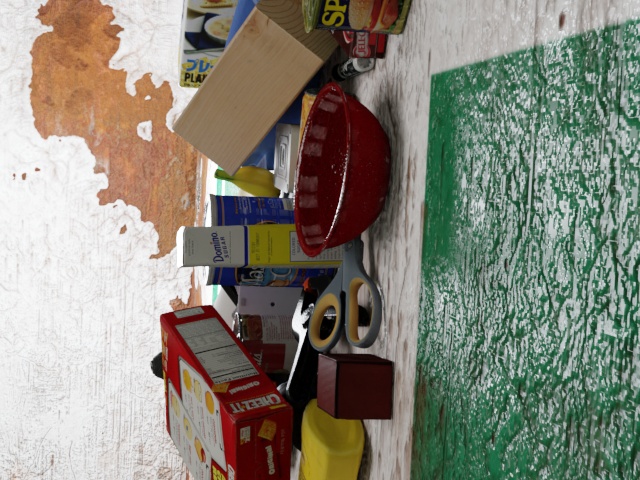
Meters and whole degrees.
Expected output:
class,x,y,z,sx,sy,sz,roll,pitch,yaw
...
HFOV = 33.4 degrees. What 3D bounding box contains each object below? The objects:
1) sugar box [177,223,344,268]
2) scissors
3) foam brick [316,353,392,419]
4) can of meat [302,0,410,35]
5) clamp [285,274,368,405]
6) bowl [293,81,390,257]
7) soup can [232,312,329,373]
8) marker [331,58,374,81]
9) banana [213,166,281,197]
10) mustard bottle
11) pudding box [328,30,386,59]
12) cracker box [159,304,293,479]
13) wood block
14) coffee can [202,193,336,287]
class,x,y,z,sx,sy,sz,roll,pitch,yaw
sugar box,-0.056,0.006,1.087,0.093,0.176,0.048,166,106,-79
scissors,0.019,0.022,1.023,0.096,0.016,0.202,-36,44,31
foam brick,0.030,0.129,0.953,0.078,0.053,0.051,175,97,-79
can of meat,0.034,-0.225,0.911,0.102,0.084,0.057,104,164,-47
clamp,-0.004,0.093,1.089,0.120,0.039,0.171,-51,15,7
bowl,0.024,-0.062,0.984,0.162,0.055,0.162,-174,90,-74
soup can,-0.046,0.117,1.207,0.068,0.102,0.068,-178,90,-79
marker,0.031,-0.176,1.081,0.121,0.020,0.020,-164,76,-79
banana,-0.081,-0.066,1.315,0.198,0.069,0.037,66,-138,-81
mustard bottle,0.002,0.259,1.055,0.096,0.058,0.192,-115,29,-62
pudding box,0.036,-0.230,1.015,0.113,0.039,0.090,-110,24,-63
cracker box,-0.102,0.190,1.129,0.214,0.072,0.164,43,139,51
wood block,-0.066,-0.177,1.158,0.206,0.091,0.090,-46,8,44
coffee can,-0.058,0.001,1.189,0.103,0.140,0.103,-178,90,-79
